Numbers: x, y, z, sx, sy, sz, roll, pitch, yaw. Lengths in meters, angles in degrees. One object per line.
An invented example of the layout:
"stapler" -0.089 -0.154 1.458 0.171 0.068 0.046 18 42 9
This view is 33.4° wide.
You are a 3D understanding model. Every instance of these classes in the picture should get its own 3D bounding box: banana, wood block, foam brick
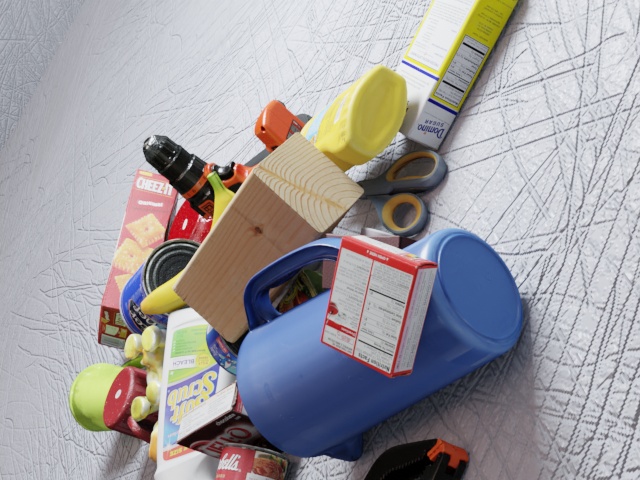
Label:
"banana" -0.137 0.018 1.222 0.198 0.069 0.037 -60 -8 20
"wood block" -0.057 0.002 1.079 0.090 0.091 0.206 -45 -4 -46
"foam brick" 0.047 0.023 0.981 0.078 0.051 0.053 3 85 29

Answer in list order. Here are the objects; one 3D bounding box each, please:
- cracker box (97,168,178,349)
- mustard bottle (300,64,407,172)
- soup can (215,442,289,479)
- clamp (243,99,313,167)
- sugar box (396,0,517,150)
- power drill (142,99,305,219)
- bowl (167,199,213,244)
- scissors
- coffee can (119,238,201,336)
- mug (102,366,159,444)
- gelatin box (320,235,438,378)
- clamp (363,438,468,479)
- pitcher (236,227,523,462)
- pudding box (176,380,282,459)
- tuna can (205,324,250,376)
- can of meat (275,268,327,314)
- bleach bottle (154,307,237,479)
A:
"cracker box" -0.258 0.032 1.520 0.164 0.072 0.213 118 165 -63
"mustard bottle" 0.021 -0.109 1.102 0.192 0.058 0.096 -24 43 66
"soup can" -0.074 0.257 1.043 0.069 0.068 0.102 -20 52 56
"clamp" -0.051 -0.114 1.339 0.120 0.039 0.172 -66 26 3
"sugar box" 0.125 -0.185 1.065 0.176 0.048 0.093 -64 26 12
"power drill" -0.097 -0.092 1.265 0.188 0.184 0.057 -28 34 40
"bowl" -0.161 -0.013 1.443 0.162 0.055 0.162 -42 35 39
"scissors" 0.047 -0.036 1.083 0.202 0.016 0.096 -19 57 44
"coffee can" -0.190 0.066 1.347 0.140 0.102 0.102 142 144 -63
"mug" -0.217 0.213 1.328 0.093 0.081 0.117 -56 28 19
"gelatin box" 0.043 0.048 0.796 0.073 0.030 0.089 22 107 38
"clamp" 0.041 0.229 0.884 0.210 0.036 0.164 -54 29 20
"pitcher" 0.042 0.077 0.896 0.243 0.149 0.145 -35 41 41
"pudding box" -0.080 0.190 1.084 0.114 0.090 0.039 -39 36 43
"tuna can" -0.081 0.106 1.159 0.034 0.086 0.086 -47 32 40
"can of meat" -0.011 0.088 1.080 0.084 0.057 0.102 -55 28 15
"bleach bottle" -0.130 0.199 1.189 0.103 0.068 0.251 -8 61 17
